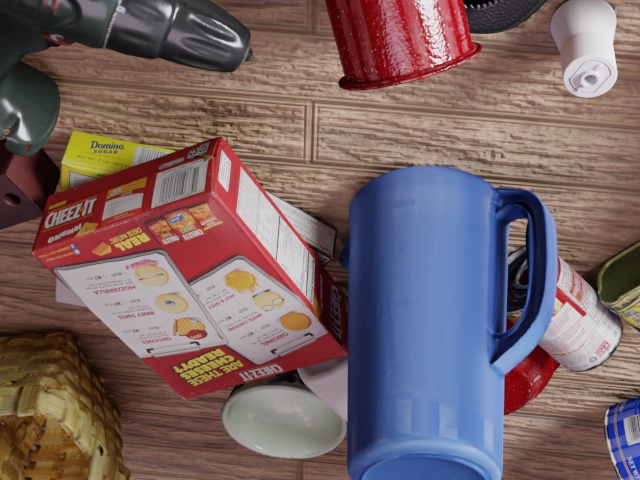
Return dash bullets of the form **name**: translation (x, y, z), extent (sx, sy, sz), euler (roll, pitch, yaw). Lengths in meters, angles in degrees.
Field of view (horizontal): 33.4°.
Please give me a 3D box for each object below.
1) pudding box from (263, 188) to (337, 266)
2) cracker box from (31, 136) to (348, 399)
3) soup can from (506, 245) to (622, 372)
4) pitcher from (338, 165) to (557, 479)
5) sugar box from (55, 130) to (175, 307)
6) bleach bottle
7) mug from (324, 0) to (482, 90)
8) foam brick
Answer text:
- **pudding box**: translation (-0.056, 0.001, 0.902), extent (0.113, 0.039, 0.090), euler (28, 132, -23)
- **cracker box**: translation (-0.095, 0.028, 0.851), extent (0.164, 0.072, 0.213), euler (-17, 135, 22)
- **soup can**: translation (0.200, 0.058, 0.902), extent (0.069, 0.068, 0.102), euler (-30, 125, 33)
- **pitcher**: translation (0.089, 0.069, 0.802), extent (0.145, 0.242, 0.149), euler (11, 142, -8)
- **sugar box**: translation (-0.173, -0.008, 0.904), extent (0.093, 0.048, 0.176), euler (12, 139, -6)
- **bleach bottle**: translation (0.060, 0.152, 1.011), extent (0.068, 0.102, 0.250), euler (-28, 134, 13)
- **mug**: translation (0.040, -0.148, 0.670), extent (0.093, 0.117, 0.081), euler (-23, 110, -19)
- **foam brick**: translation (-0.263, -0.045, 0.874), extent (0.078, 0.051, 0.053), euler (-16, 132, 23)
